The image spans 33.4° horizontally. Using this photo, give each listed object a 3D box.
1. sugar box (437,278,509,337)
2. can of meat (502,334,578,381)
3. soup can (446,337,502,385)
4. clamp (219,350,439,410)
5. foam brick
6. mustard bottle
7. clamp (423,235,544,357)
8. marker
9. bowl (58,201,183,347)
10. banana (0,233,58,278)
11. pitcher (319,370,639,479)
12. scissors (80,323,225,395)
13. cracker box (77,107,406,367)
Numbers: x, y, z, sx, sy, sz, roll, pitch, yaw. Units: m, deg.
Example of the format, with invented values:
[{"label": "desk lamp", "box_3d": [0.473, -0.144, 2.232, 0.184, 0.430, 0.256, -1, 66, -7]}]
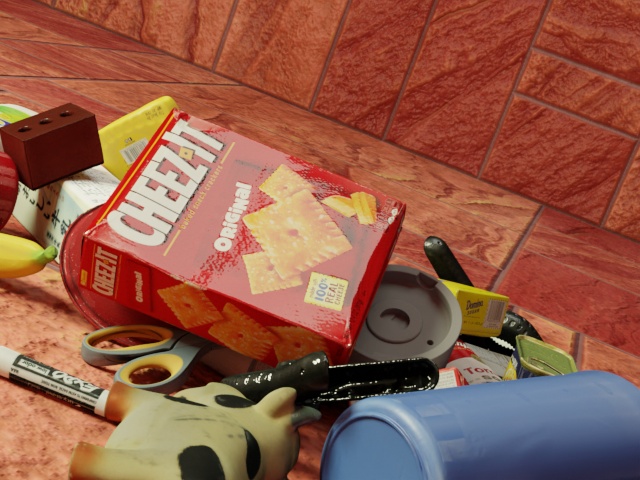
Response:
[{"label": "sugar box", "box_3d": [0.086, 0.053, 1.052, 0.177, 0.048, 0.093, 16, 3, 41]}, {"label": "can of meat", "box_3d": [0.193, 0.144, 0.979, 0.057, 0.084, 0.102, 21, 12, 2]}, {"label": "soup can", "box_3d": [0.124, 0.134, 0.952, 0.068, 0.068, 0.102, 15, 14, -23]}, {"label": "clamp", "box_3d": [-0.005, 0.102, 0.746, 0.120, 0.039, 0.172, 13, -19, -34]}, {"label": "foam brick", "box_3d": [-0.253, -0.089, 1.003, 0.078, 0.051, 0.053, -27, 36, -32]}, {"label": "mustard bottle", "box_3d": [-0.151, -0.046, 1.105, 0.191, 0.096, 0.058, 62, 18, -12]}, {"label": "clamp", "box_3d": [0.159, 0.093, 1.150, 0.210, 0.165, 0.036, 37, 55, -6]}, {"label": "marker", "box_3d": [-0.167, 0.103, 0.728, 0.121, 0.020, 0.020, 21, 12, 4]}, {"label": "bowl", "box_3d": [-0.133, 0.014, 0.898, 0.162, 0.055, 0.162, 17, 47, -19]}, {"label": "banana", "box_3d": [-0.307, -0.006, 0.879, 0.198, 0.070, 0.037, 15, 53, 0]}, {"label": "pitcher", "box_3d": [0.127, 0.158, 0.715, 0.242, 0.149, 0.145, 5, 57, -41]}, {"label": "scissors", "box_3d": [-0.081, 0.086, 0.823, 0.201, 0.016, 0.096, -2, 29, -16]}, {"label": "cracker box", "box_3d": [-0.055, 0.001, 0.835, 0.214, 0.072, 0.164, 23, 47, 3]}]
